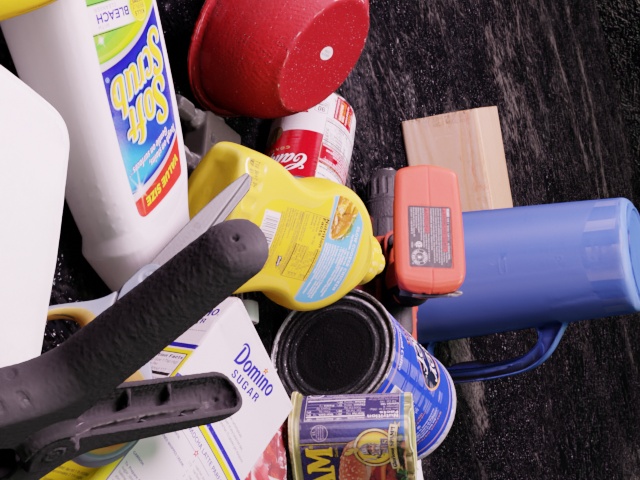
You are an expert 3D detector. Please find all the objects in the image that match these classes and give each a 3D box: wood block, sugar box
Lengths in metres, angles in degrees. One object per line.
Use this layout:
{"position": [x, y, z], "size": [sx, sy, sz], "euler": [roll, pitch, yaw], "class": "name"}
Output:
{"position": [0.160, -0.040, 1.191], "size": [0.090, 0.090, 0.206], "euler": [-21, 102, -66], "class": "wood block"}
{"position": [-0.088, 0.120, 0.584], "size": [0.176, 0.048, 0.093], "euler": [-54, 133, -41], "class": "sugar box"}

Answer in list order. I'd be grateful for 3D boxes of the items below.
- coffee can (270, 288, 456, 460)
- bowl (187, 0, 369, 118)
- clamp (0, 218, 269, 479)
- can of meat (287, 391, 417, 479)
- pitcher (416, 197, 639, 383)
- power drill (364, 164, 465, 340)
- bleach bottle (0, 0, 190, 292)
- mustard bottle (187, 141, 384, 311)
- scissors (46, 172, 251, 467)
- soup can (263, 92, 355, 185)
{"position": [0.037, 0.111, 0.845], "size": [0.140, 0.103, 0.103], "euler": [45, 43, -53], "class": "coffee can"}
{"position": [-0.016, -0.143, 0.753], "size": [0.162, 0.055, 0.162], "euler": [-40, 154, -24], "class": "bowl"}
{"position": [-0.112, 0.067, 0.439], "size": [0.036, 0.209, 0.165], "euler": [56, -30, 24], "class": "clamp"}
{"position": [0.025, 0.155, 0.745], "size": [0.057, 0.084, 0.102], "euler": [-81, 166, -63], "class": "can of meat"}
{"position": [0.186, 0.038, 1.033], "size": [0.149, 0.243, 0.145], "euler": [65, 31, -32], "class": "pitcher"}
{"position": [0.074, 0.001, 0.925], "size": [0.188, 0.057, 0.184], "euler": [111, -23, -72], "class": "power drill"}
{"position": [-0.117, -0.070, 0.610], "size": [0.102, 0.068, 0.251], "euler": [-46, 127, -57], "class": "bleach bottle"}
{"position": [-0.016, 0.000, 0.750], "size": [0.191, 0.058, 0.096], "euler": [17, 95, -49], "class": "mustard bottle"}
{"position": [-0.084, 0.042, 0.563], "size": [0.201, 0.016, 0.096], "euler": [-32, 79, -33], "class": "scissors"}
{"position": [-0.011, -0.063, 0.837], "size": [0.068, 0.069, 0.102], "euler": [57, 33, -43], "class": "soup can"}
